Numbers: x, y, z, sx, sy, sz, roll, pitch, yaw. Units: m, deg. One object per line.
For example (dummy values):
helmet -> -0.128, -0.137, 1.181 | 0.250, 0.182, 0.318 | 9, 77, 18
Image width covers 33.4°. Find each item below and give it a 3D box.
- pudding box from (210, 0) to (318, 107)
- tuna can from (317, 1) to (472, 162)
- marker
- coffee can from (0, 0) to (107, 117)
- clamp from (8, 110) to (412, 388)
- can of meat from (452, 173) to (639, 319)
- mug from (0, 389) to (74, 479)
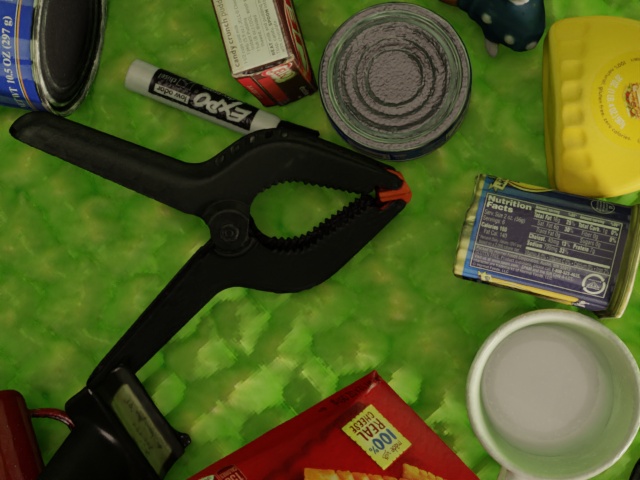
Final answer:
pudding box -> -0.037, -0.135, 0.578 | 0.039, 0.090, 0.113 | -18, 85, 6
tuna can -> 0.042, -0.088, 0.596 | 0.086, 0.033, 0.086 | 0, 87, 6
marker -> -0.054, -0.074, 0.613 | 0.121, 0.020, 0.020 | 22, 90, 7
coffee can -> -0.202, -0.130, 0.591 | 0.140, 0.102, 0.103 | 10, 89, 6
clamp -> -0.054, 0.001, 0.591 | 0.210, 0.036, 0.164 | -6, 111, -3
can of meat -> 0.115, 0.003, 0.550 | 0.084, 0.102, 0.057 | 13, 87, 9
mug -> -0.183, 0.129, 0.591 | 0.117, 0.093, 0.081 | -15, 80, -24
